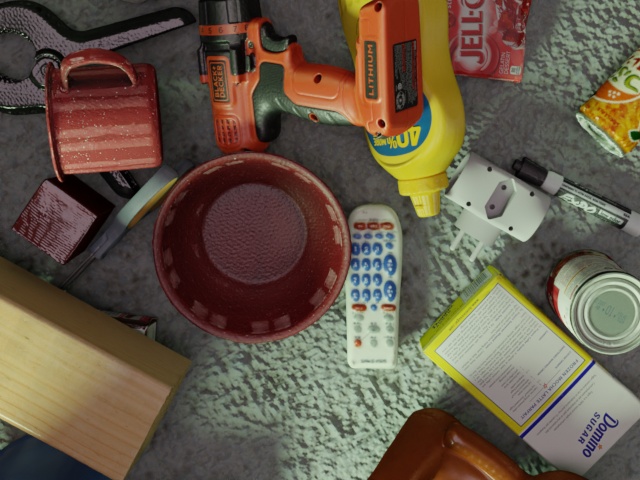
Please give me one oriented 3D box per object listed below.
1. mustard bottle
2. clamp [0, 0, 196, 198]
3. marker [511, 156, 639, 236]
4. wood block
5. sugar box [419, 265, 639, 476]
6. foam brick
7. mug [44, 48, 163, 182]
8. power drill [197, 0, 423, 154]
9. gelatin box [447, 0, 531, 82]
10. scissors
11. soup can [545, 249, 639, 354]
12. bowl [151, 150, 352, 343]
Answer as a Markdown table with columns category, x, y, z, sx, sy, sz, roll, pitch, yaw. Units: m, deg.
| category | x | y | z | sx | sy | sz | roll | pitch | yaw |
| --- | --- | --- | --- | --- | --- | --- | --- | --- | --- |
| mustard bottle | 0.070 | -0.113 | 0.853 | 0.058 | 0.096 | 0.191 | -19 | 102 | -39 |
| clamp | -0.214 | -0.149 | 0.884 | 0.210 | 0.036 | 0.164 | 26 | 98 | -2 |
| marker | 0.216 | -0.037 | 0.894 | 0.121 | 0.020 | 0.020 | 26 | 99 | -2 |
| wood block | -0.219 | 0.095 | 0.854 | 0.206 | 0.091 | 0.090 | 28 | 100 | -1 |
| sugar box | 0.179 | 0.113 | 0.906 | 0.176 | 0.048 | 0.093 | 42 | 98 | -8 |
| foam brick | -0.211 | -0.019 | 0.883 | 0.053 | 0.078 | 0.051 | 36 | 96 | -4 |
| mug | -0.166 | -0.103 | 0.822 | 0.081 | 0.093 | 0.117 | -5 | 141 | -6 |
| power drill | -0.014 | -0.152 | 0.825 | 0.188 | 0.057 | 0.184 | 8 | 112 | 35 |
| gelatin box | 0.132 | -0.177 | 0.870 | 0.073 | 0.030 | 0.089 | 6 | 99 | 1 |
| scissors | -0.170 | -0.007 | 0.906 | 0.016 | 0.096 | 0.202 | 47 | 128 | -2 |
| soup can | 0.225 | 0.048 | 0.865 | 0.068 | 0.102 | 0.068 | 0 | 99 | 1 |
| bowl | -0.056 | 0.001 | 0.886 | 0.162 | 0.055 | 0.162 | 0 | 105 | -1 |
